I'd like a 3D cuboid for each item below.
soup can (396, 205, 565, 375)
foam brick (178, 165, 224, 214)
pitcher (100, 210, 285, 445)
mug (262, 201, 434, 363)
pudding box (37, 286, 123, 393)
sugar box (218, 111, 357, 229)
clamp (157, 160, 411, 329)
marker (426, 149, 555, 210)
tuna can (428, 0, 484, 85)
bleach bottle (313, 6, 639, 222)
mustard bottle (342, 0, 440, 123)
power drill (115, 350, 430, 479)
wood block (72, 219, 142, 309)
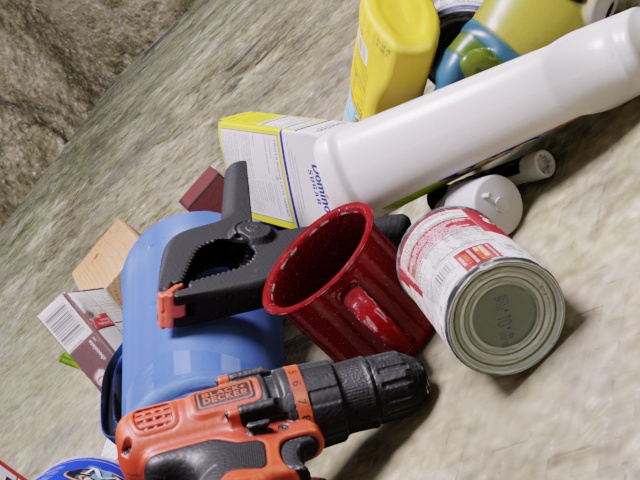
[{"bbox_3d":[0.087,0.026,0.600,0.068,0.068,0.102,-46,19,5],"label":"soup can"},{"bbox_3d":[-0.100,-0.031,1.114,0.051,0.078,0.053,-48,21,-3],"label":"foam brick"},{"bbox_3d":[-0.093,0.091,0.788,0.243,0.145,0.149,-104,17,-65],"label":"pitcher"},{"bbox_3d":[0.027,0.039,0.681,0.093,0.081,0.117,-46,23,-2],"label":"mug"},{"bbox_3d":[-0.193,0.096,0.972,0.039,0.113,0.090,-41,-8,8],"label":"pudding box"},{"bbox_3d":[-0.023,-0.059,0.918,0.048,0.093,0.177,-22,21,-31],"label":"sugar box"},{"bbox_3d":[-0.055,0.001,0.773,0.165,0.036,0.209,23,36,31],"label":"clamp"},{"bbox_3d":[0.115,-0.040,0.746,0.121,0.020,0.020,-18,35,56],"label":"marker"},{"bbox_3d":[0.121,-0.159,0.866,0.086,0.086,0.033,-33,25,38],"label":"tuna can"},{"bbox_3d":[0.124,-0.087,0.692,0.251,0.068,0.102,-23,0,30],"label":"bleach bottle"},{"bbox_3d":[0.050,-0.113,0.871,0.192,0.058,0.096,100,161,-49],"label":"mustard bottle"},{"bbox_3d":[-0.010,0.130,0.556,0.184,0.057,0.188,-15,26,-7],"label":"power drill"},{"bbox_3d":[-0.202,0.048,1.163,0.091,0.090,0.206,-50,19,-4],"label":"wood block"}]
